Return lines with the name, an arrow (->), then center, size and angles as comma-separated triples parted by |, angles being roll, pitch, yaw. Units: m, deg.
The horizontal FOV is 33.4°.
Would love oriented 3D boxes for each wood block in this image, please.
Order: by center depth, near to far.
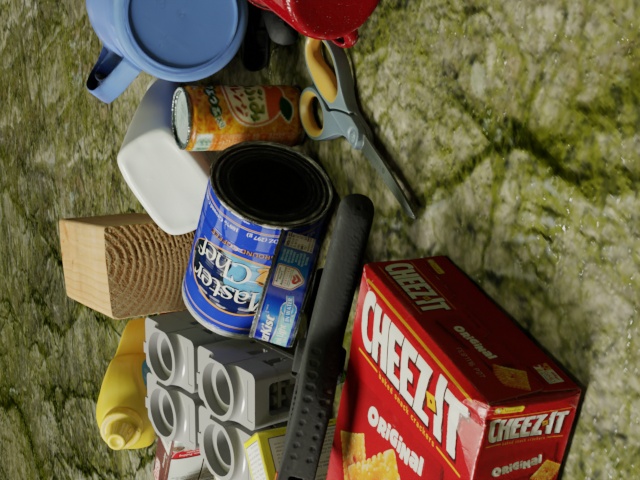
wood block -> -0.202, 0.021, 1.106 | 0.206, 0.090, 0.090 | -173, 78, -65

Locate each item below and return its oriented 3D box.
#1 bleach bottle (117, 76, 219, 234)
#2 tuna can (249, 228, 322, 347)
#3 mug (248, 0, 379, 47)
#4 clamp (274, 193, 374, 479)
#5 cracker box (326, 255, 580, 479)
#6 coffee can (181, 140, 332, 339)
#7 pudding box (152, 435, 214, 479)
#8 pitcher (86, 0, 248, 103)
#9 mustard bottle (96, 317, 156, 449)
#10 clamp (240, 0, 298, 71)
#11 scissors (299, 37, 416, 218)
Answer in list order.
bleach bottle -> -0.135, -0.102, 1.037 | 0.102, 0.068, 0.251 | 56, -168, -22
tuna can -> -0.026, 0.036, 0.803 | 0.086, 0.033, 0.086 | -169, 95, -89
mug -> -0.003, -0.188, 0.779 | 0.082, 0.093, 0.117 | 47, 168, 46
clamp -> 0.001, 0.078, 0.759 | 0.165, 0.036, 0.210 | 105, 177, -61
cracker box -> 0.072, 0.142, 0.696 | 0.164, 0.072, 0.214 | -131, 42, -52
coffee can -> -0.056, 0.001, 0.904 | 0.140, 0.102, 0.103 | 109, 145, -43
pudding box -> -0.122, 0.212, 1.112 | 0.039, 0.089, 0.114 | 57, 144, 41
pitcher -> -0.142, -0.198, 0.943 | 0.243, 0.145, 0.149 | -132, 34, -70
mustard bottle -> -0.191, 0.159, 1.102 | 0.191, 0.058, 0.096 | -87, -9, -70
clamp -> -0.050, -0.233, 0.912 | 0.120, 0.039, 0.171 | -168, 70, -65
scissors -> 0.022, -0.074, 0.822 | 0.096, 0.016, 0.202 | 116, 140, -52
